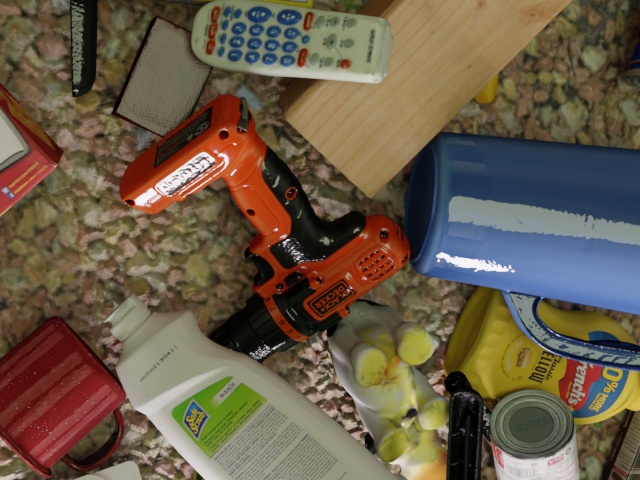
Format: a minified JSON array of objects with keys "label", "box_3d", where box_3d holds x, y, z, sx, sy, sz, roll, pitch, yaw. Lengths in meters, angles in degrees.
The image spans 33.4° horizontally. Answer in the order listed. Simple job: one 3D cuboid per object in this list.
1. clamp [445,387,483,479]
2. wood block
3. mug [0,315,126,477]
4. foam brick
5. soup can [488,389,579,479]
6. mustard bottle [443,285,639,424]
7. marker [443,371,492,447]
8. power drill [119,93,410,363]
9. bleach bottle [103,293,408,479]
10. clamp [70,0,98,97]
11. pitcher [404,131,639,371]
[{"label":"clamp","box_3d":[0.109,0.218,0.834,0.036,0.210,0.164,10,67,23]},{"label":"wood block","box_3d":[0.073,-0.142,0.777,0.090,0.091,0.206,42,101,-15]},{"label":"mug","box_3d":[-0.188,0.117,0.774,0.081,0.093,0.117,-42,113,-11]},{"label":"foam brick","box_3d":[-0.114,-0.116,0.778,0.051,0.053,0.078,23,90,-17]},{"label":"soup can","box_3d":[0.174,0.177,0.863,0.068,0.069,0.102,-26,133,-10]},{"label":"mustard bottle","box_3d":[0.205,0.102,0.887,0.191,0.058,0.096,19,102,-17]},{"label":"marker","box_3d":[0.126,0.137,0.860,0.020,0.020,0.121,-45,139,-5]},{"label":"power drill","box_3d":[-0.055,0.001,0.773,0.185,0.057,0.187,-36,119,15]},{"label":"bleach bottle","box_3d":[-0.051,0.130,0.770,0.102,0.068,0.251,-45,96,-9]},{"label":"clamp","box_3d":[-0.174,-0.191,0.758,0.120,0.039,0.171,41,86,-17]},{"label":"pitcher","box_3d":[0.190,-0.002,0.804,0.242,0.145,0.149,7,51,-8]}]
